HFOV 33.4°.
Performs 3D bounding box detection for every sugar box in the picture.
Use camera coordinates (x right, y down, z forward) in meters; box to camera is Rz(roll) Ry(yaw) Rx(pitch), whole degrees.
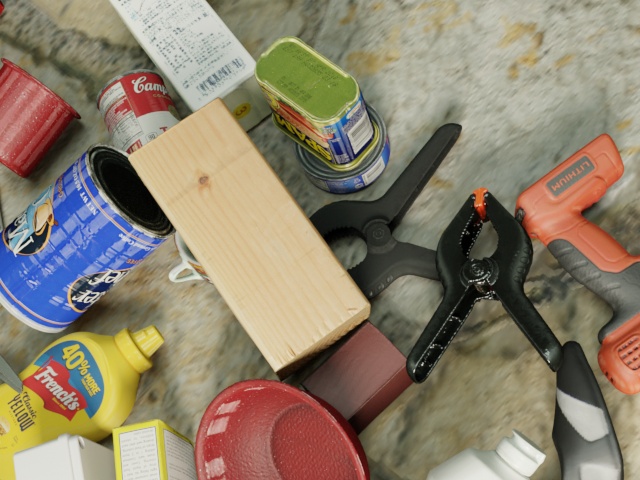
[{"bbox_3d":[-0.122,0.237,0.830,0.048,0.093,0.176,-11,65,9],"label":"sugar box"}]

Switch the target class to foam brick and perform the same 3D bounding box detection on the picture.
[{"bbox_3d":[0.032,0.113,0.869,0.078,0.053,0.051,-42,65,-7],"label":"foam brick"}]

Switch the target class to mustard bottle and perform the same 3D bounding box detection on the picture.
[{"bbox_3d":[-0.217,0.135,0.915,0.191,0.058,0.096,-35,59,-4],"label":"mustard bottle"}]

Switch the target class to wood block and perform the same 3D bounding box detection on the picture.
[{"bbox_3d":[-0.055,0.001,0.861,0.090,0.090,0.206,-34,78,-6],"label":"wood block"}]

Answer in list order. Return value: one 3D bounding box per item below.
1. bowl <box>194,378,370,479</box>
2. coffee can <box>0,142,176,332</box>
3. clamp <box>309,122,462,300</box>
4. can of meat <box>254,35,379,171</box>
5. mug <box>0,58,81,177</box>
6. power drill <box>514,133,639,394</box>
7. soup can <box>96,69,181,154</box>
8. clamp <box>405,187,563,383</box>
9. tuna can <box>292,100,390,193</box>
[{"bbox_3d":[-0.019,0.177,0.828,0.162,0.055,0.162,9,107,32],"label":"bowl"},{"bbox_3d":[-0.208,-0.001,0.922,0.140,0.102,0.103,-39,63,19],"label":"coffee can"},{"bbox_3d":[0.054,-0.011,0.924,0.210,0.036,0.164,-13,67,6],"label":"clamp"},{"bbox_3d":[-0.004,-0.118,0.919,0.102,0.084,0.057,38,80,24],"label":"can of meat"},{"bbox_3d":[-0.298,-0.117,1.032,0.081,0.093,0.117,-54,36,-7],"label":"mug"},{"bbox_3d":[0.262,0.004,0.858,0.184,0.057,0.188,-35,64,-3],"label":"power drill"},{"bbox_3d":[-0.160,-0.099,0.996,0.068,0.068,0.102,-27,65,0],"label":"soup can"},{"bbox_3d":[0.120,0.038,0.847,0.120,0.039,0.171,-12,52,12],"label":"clamp"},{"bbox_3d":[0.020,-0.086,0.967,0.086,0.033,0.086,-5,66,11],"label":"tuna can"}]
